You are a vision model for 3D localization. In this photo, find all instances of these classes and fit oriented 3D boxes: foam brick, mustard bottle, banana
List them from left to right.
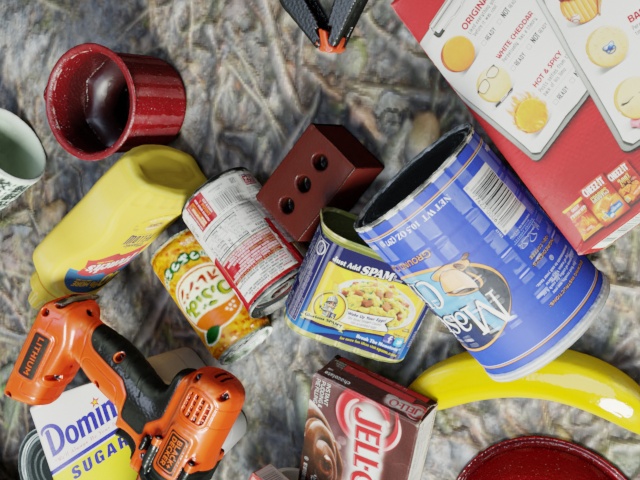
[{"bbox_3d":[-0.185,-0.001,0.896,0.192,0.096,0.058,-40,76,26],"label":"mustard bottle"},{"bbox_3d":[-0.001,-0.044,0.814,0.053,0.051,0.078,46,115,18],"label":"foam brick"},{"bbox_3d":[0.149,0.107,0.754,0.198,0.037,0.069,8,99,28],"label":"banana"}]

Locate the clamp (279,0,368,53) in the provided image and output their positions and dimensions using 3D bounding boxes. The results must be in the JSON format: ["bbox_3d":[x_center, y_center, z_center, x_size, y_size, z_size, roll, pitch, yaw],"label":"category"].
[{"bbox_3d":[-0.009,-0.229,0.807,0.120,0.039,0.171,7,99,30],"label":"clamp"}]

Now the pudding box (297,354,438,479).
[{"bbox_3d":[0.034,0.154,0.807,0.090,0.039,0.113,24,126,25],"label":"pudding box"}]

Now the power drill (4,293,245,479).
[{"bbox_3d":[-0.164,0.145,0.854,0.188,0.057,0.184,34,107,19],"label":"power drill"}]

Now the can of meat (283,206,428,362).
[{"bbox_3d":[0.032,0.035,0.783,0.102,0.057,0.084,19,111,-11],"label":"can of meat"}]

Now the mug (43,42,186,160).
[{"bbox_3d":[-0.175,-0.115,0.887,0.117,0.081,0.093,9,99,28],"label":"mug"}]

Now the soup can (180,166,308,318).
[{"bbox_3d":[-0.056,0.001,0.840,0.069,0.068,0.102,-44,74,25],"label":"soup can"}]

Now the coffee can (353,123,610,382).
[{"bbox_3d":[0.106,0.008,0.704,0.103,0.102,0.140,-39,100,27],"label":"coffee can"}]

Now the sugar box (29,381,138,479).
[{"bbox_3d":[-0.179,0.208,0.925,0.093,0.048,0.176,-21,87,-2],"label":"sugar box"}]

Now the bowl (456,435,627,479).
[{"bbox_3d":[0.153,0.224,0.754,0.162,0.055,0.162,3,96,29],"label":"bowl"}]

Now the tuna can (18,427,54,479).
[{"bbox_3d":[-0.237,0.208,0.983,0.086,0.033,0.086,3,97,29],"label":"tuna can"}]

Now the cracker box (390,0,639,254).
[{"bbox_3d":[0.173,-0.124,0.678,0.164,0.072,0.214,-42,73,27],"label":"cracker box"}]
